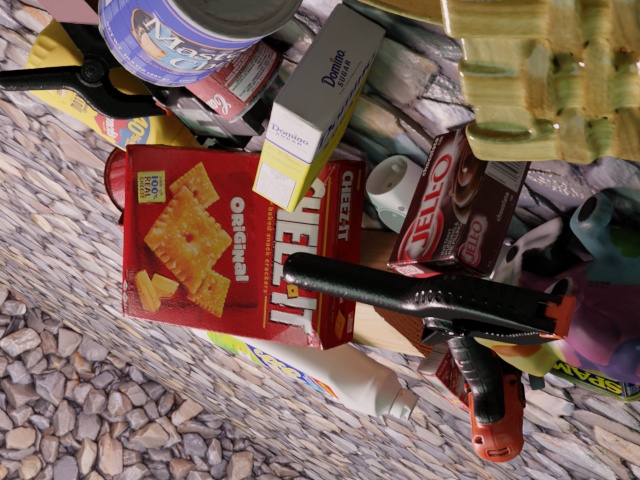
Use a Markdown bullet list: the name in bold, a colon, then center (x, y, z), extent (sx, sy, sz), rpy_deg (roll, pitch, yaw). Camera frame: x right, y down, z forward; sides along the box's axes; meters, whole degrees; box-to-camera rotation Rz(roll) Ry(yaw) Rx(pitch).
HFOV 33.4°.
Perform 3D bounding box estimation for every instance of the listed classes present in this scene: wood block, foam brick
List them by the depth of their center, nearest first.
- **foam brick**: center (-0.195, -0.211, 0.861), extent (0.078, 0.053, 0.051), rpy_deg (13, 154, 44)
- **wood block**: center (0.038, 0.048, 1.096), extent (0.090, 0.090, 0.206), rpy_deg (43, 159, -29)

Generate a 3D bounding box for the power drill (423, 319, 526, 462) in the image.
- **power drill**: center (0.140, 0.078, 0.963), extent (0.057, 0.184, 0.187), rpy_deg (-16, 125, 16)

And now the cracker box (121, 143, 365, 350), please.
- **cracker box**: center (-0.074, 0.001, 0.959), extent (0.214, 0.164, 0.072), rpy_deg (7, -172, 24)

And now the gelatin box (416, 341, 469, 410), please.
- **gelatin box**: center (0.147, 0.118, 1.104), extent (0.030, 0.089, 0.073), rpy_deg (8, 151, 48)

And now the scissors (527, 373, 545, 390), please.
- **scissors**: center (0.211, 0.126, 1.052), extent (0.016, 0.096, 0.201), rpy_deg (-15, 144, 11)

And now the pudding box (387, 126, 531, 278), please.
- **pudding box**: center (0.101, -0.027, 0.764), extent (0.039, 0.113, 0.090), rpy_deg (30, 163, -22)

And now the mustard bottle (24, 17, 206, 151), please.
- **mustard bottle**: center (-0.194, -0.133, 1.046), extent (0.191, 0.058, 0.096), rpy_deg (33, 141, -6)

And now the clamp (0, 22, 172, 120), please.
- **clamp**: center (-0.207, -0.169, 0.971), extent (0.171, 0.039, 0.120), rpy_deg (17, 122, -7)

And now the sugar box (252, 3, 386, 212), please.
- **sugar box**: center (-0.004, -0.092, 0.798), extent (0.048, 0.093, 0.176), rpy_deg (31, 162, -1)

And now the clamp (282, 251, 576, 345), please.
- **clamp**: center (0.081, 0.044, 0.742), extent (0.164, 0.036, 0.210), rpy_deg (23, 167, -29)

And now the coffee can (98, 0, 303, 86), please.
- **coffee can**: center (-0.082, -0.167, 0.713), extent (0.102, 0.102, 0.141), rpy_deg (38, 161, -17)

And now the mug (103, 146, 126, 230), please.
- **mug**: center (-0.177, -0.060, 1.130), extent (0.093, 0.117, 0.082), rpy_deg (39, 156, -25)

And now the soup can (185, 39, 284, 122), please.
- **soup can**: center (-0.088, -0.149, 0.826), extent (0.102, 0.068, 0.069), rpy_deg (38, 161, -18)

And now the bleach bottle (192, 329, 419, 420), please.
- **bleach bottle**: center (-0.015, 0.117, 1.115), extent (0.251, 0.068, 0.102), rpy_deg (25, 160, 13)
